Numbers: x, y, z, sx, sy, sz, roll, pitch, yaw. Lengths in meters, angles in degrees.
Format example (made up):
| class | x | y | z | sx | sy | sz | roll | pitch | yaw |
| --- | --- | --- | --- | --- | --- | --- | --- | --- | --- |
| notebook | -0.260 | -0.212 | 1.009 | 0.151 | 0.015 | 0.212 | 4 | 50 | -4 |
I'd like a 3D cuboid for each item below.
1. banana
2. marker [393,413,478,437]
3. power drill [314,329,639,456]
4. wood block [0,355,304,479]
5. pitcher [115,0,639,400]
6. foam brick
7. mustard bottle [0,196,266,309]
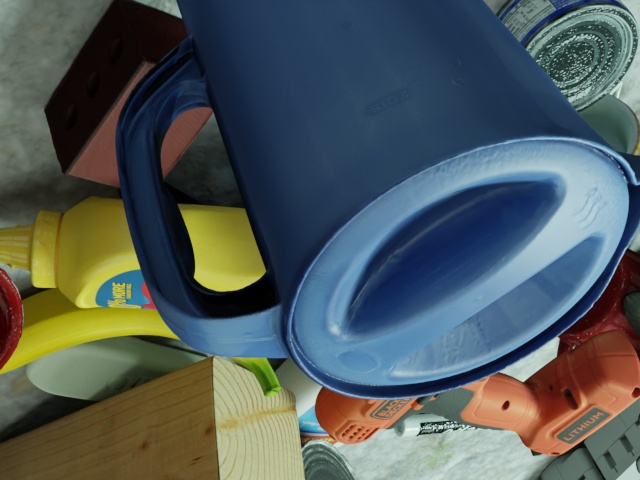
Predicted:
| class | x | y | z | sx | sy | sz | roll | pitch | yaw |
| --- | --- | --- | --- | --- | --- | --- | --- | --- | --- |
| banana | -0.120 | 0.052 | 0.634 | 0.198 | 0.069 | 0.037 | 2 | 156 | 5 |
| marker | 0.118 | 0.157 | 0.923 | 0.120 | 0.020 | 0.020 | 2 | 134 | -29 |
| power drill | 0.112 | 0.079 | 0.684 | 0.187 | 0.057 | 0.185 | 14 | 139 | -27 |
| wood block | -0.121 | 0.159 | 0.701 | 0.206 | 0.090 | 0.090 | -25 | 145 | 26 |
| pitcher | 0.004 | -0.063 | 0.437 | 0.149 | 0.243 | 0.145 | 16 | 126 | -39 |
| foam brick | -0.092 | -0.070 | 0.530 | 0.051 | 0.053 | 0.078 | 16 | 125 | -40 |
| mustard bottle | -0.076 | 0.011 | 0.573 | 0.191 | 0.058 | 0.096 | 6 | 163 | -7 |
